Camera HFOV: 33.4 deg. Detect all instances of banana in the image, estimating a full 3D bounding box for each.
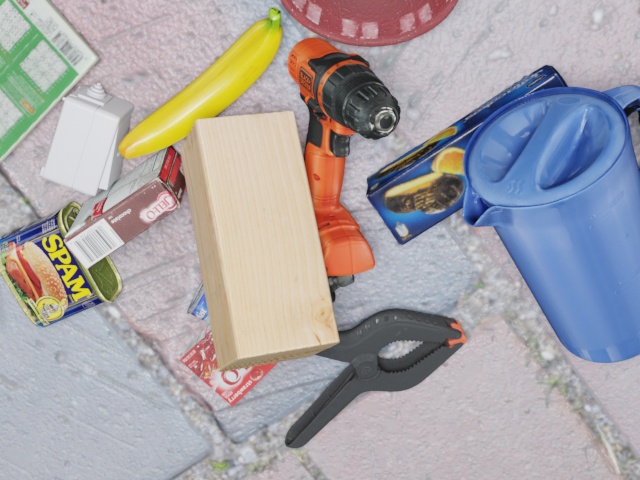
[{"bbox_3d":[-0.099,-0.140,0.957,0.198,0.069,0.037,-40,70,18],"label":"banana"}]

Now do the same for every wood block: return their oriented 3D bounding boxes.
[{"bbox_3d":[-0.056,0.001,0.932,0.090,0.090,0.206,-8,78,-19],"label":"wood block"}]

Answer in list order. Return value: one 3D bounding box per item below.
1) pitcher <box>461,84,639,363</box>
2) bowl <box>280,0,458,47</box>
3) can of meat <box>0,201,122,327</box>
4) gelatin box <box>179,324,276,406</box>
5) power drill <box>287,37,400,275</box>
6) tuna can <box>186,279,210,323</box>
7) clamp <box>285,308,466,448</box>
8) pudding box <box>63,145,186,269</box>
[{"bbox_3d":[0.231,-0.009,0.912,0.149,0.145,0.242,-6,138,28],"label":"pitcher"},{"bbox_3d":[0.041,-0.239,0.895,0.162,0.055,0.162,3,144,2],"label":"bowl"},{"bbox_3d":[-0.255,0.026,1.030,0.084,0.057,0.102,-22,105,14],"label":"can of meat"},{"bbox_3d":[-0.083,0.109,1.060,0.073,0.030,0.089,43,107,-11],"label":"gelatin box"},{"bbox_3d":[0.018,-0.068,0.922,0.057,0.184,0.188,-6,117,-17],"label":"power drill"},{"bbox_3d":[-0.092,0.038,1.007,0.033,0.086,0.086,28,109,-7],"label":"tuna can"},{"bbox_3d":[0.039,0.125,1.045,0.210,0.036,0.164,-11,124,-2],"label":"clamp"},{"bbox_3d":[-0.176,-0.032,0.984,0.113,0.090,0.039,-30,110,13],"label":"pudding box"}]
